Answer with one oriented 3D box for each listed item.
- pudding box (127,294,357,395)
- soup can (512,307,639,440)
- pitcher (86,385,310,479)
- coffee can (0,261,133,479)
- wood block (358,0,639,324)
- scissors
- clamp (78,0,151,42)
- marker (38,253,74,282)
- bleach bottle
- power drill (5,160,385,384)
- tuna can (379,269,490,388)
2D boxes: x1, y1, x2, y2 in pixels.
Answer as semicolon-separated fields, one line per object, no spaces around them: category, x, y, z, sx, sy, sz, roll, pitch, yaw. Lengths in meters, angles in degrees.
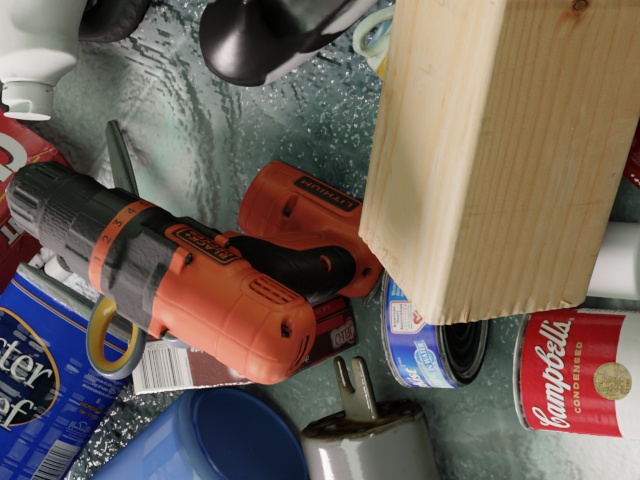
pudding box;-0.047;0.063;0.654;0.114;0.089;0.039;-8;93;31
soup can;0.159;0.070;0.552;0.102;0.068;0.068;1;99;28
pitcher;-0.112;0.213;0.695;0.149;0.145;0.243;39;115;-12
coffee can;-0.191;0.100;0.702;0.103;0.102;0.140;30;83;22
wood block;0.087;-0.073;0.490;0.090;0.090;0.206;-125;36;-51
scissors;-0.128;0.007;0.669;0.096;0.016;0.202;-45;47;6
clamp;-0.125;-0.191;0.683;0.172;0.039;0.120;-24;74;33
marker;-0.222;0.046;0.789;0.121;0.020;0.020;-36;81;29
bleach bottle;-0.169;-0.201;0.658;0.103;0.067;0.251;1;88;43
power drill;-0.054;0.001;0.590;0.185;0.187;0.057;31;114;20
tuna can;0.065;0.039;0.589;0.034;0.086;0.086;-2;98;27
